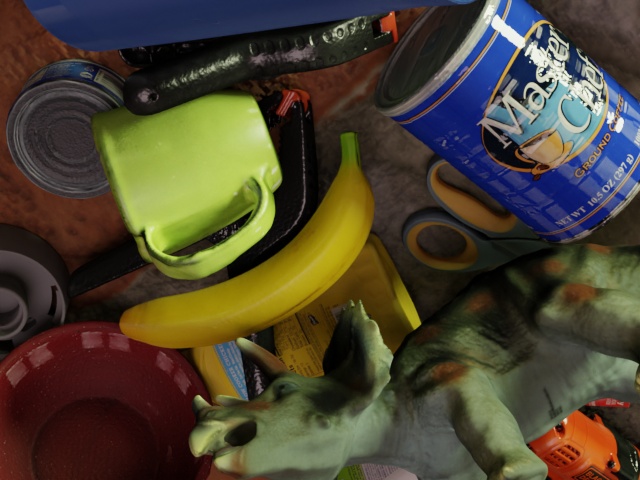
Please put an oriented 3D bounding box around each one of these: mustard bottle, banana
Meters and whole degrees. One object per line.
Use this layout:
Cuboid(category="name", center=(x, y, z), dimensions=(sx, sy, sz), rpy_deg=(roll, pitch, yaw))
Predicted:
Cuboid(category="mustard bottle", center=(-0.030, 0.073, 0.752), dimensions=(0.192, 0.058, 0.096), rpy_deg=(-23, 104, 14))
Cuboid(category="banana", center=(-0.035, 0.019, 0.665), dimensions=(0.198, 0.070, 0.037), rpy_deg=(-38, 156, 9))

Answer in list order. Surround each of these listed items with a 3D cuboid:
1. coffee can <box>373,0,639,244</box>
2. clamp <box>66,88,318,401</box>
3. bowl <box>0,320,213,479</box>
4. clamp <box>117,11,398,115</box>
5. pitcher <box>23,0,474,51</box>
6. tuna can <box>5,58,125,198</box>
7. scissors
Cuboid(category="coffee can", center=(0.117, -0.078, 0.637), dimensions=(0.140, 0.103, 0.103), rpy_deg=(36, 115, -18))
Cuboid(category="clamp", center=(-0.055, 0.001, 0.700), dimensions=(0.164, 0.036, 0.210), rpy_deg=(37, 105, 6))
Cuboid(category="bowl", center=(-0.153, 0.138, 0.723), dimensions=(0.162, 0.162, 0.055), rpy_deg=(10, 150, -5))
Cuboid(category="clamp", center=(-0.043, -0.117, 0.634), dimensions=(0.171, 0.120, 0.039), rpy_deg=(-14, 122, -15))
Cuboid(category="pitcher", center=(-0.034, -0.164, 0.545), dimensions=(0.243, 0.144, 0.149), rpy_deg=(-4, 128, 33))
Cuboid(category="tuna can", center=(-0.157, -0.070, 0.686), dimensions=(0.086, 0.033, 0.086), rpy_deg=(0, 120, 1))
Cuboid(category="scissors", center=(0.140, 0.019, 0.730), dimensions=(0.201, 0.016, 0.096), rpy_deg=(41, 119, -11))
